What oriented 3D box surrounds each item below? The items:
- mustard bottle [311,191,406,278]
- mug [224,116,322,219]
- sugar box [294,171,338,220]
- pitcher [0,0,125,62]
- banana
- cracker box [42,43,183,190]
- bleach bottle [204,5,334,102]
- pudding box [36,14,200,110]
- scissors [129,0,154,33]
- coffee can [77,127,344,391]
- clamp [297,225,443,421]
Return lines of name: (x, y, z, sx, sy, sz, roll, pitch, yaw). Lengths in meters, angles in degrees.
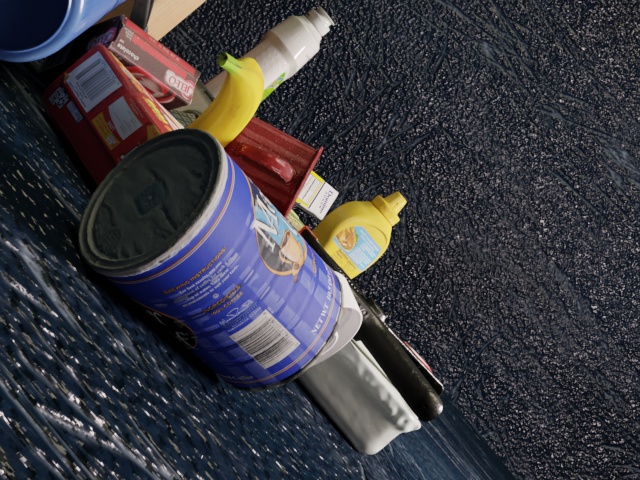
mustard bottle: (0.027, 0.007, 1.310, 0.096, 0.191, 0.058, 48, 4, -44)
mug: (-0.054, -0.069, 1.023, 0.081, 0.093, 0.117, 28, -3, -1)
sugar box: (-0.055, -0.084, 1.185, 0.093, 0.048, 0.176, 32, 1, 28)
pitcher: (-0.224, -0.222, 0.839, 0.145, 0.149, 0.243, 48, 16, -18)
banana: (-0.100, -0.111, 0.966, 0.069, 0.198, 0.037, 7, 58, -29)
cracker box: (-0.116, -0.038, 0.867, 0.164, 0.072, 0.213, 52, 2, 31)
bleach bottle: (-0.090, -0.173, 1.208, 0.068, 0.251, 0.102, 50, 3, -4)
pudding box: (-0.172, -0.143, 0.913, 0.114, 0.039, 0.090, -5, -31, 45)
scissors: (-0.144, -0.166, 0.912, 0.096, 0.016, 0.202, 30, -25, -25)
coffee can: (-0.064, 0.014, 0.653, 0.140, 0.103, 0.103, 48, 3, -40)
clamp: (0.044, 0.077, 0.973, 0.210, 0.036, 0.164, 50, 3, 13)
